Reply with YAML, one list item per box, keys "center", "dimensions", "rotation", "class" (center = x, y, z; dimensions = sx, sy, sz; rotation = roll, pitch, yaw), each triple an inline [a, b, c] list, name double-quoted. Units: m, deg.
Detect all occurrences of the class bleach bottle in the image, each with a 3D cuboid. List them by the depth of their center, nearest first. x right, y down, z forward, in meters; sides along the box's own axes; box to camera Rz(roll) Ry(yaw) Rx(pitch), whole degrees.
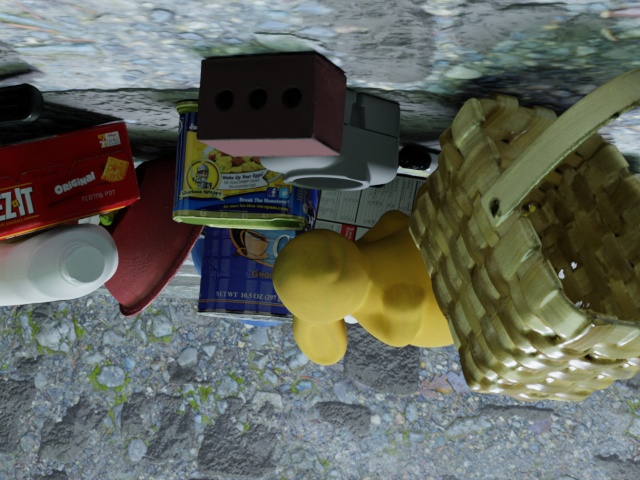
- center: [-0.234, 0.021, 0.877]
  dimensions: [0.102, 0.068, 0.251]
  rotation: [-22, -170, -26]
  class: "bleach bottle"

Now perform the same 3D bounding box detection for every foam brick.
- center: [-0.029, -0.081, 0.656]
  dimensions: [0.078, 0.053, 0.051]
  rotation: [0, 172, 21]
  class: "foam brick"

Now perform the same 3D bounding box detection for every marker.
- center: [0.109, -0.061, 0.898]
  dimensions: [0.120, 0.020, 0.020]
  rotation: [9, 171, -41]
  class: "marker"

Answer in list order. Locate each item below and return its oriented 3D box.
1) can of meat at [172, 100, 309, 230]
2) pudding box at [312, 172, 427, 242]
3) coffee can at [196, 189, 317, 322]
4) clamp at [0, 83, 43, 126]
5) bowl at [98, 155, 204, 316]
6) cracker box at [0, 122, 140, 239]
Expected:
- center: [-0.055, -0.053, 0.773]
  dimensions: [0.102, 0.084, 0.057]
  rotation: [2, 173, 7]
  class: "can of meat"
- center: [0.049, -0.016, 0.929]
  dimensions: [0.114, 0.090, 0.039]
  rotation: [11, 180, 30]
  class: "pudding box"
- center: [-0.056, 0.001, 0.975]
  dimensions: [0.103, 0.140, 0.103]
  rotation: [4, 173, 0]
  class: "coffee can"
- center: [-0.276, -0.090, 0.767]
  dimensions: [0.164, 0.036, 0.210]
  rotation: [5, 175, -9]
  class: "clamp"
- center: [-0.153, -0.016, 0.931]
  dimensions: [0.055, 0.162, 0.162]
  rotation: [32, 162, -21]
  class: "bowl"
- center: [-0.274, -0.037, 0.857]
  dimensions: [0.163, 0.072, 0.214]
  rotation: [-20, -169, -43]
  class: "cracker box"
